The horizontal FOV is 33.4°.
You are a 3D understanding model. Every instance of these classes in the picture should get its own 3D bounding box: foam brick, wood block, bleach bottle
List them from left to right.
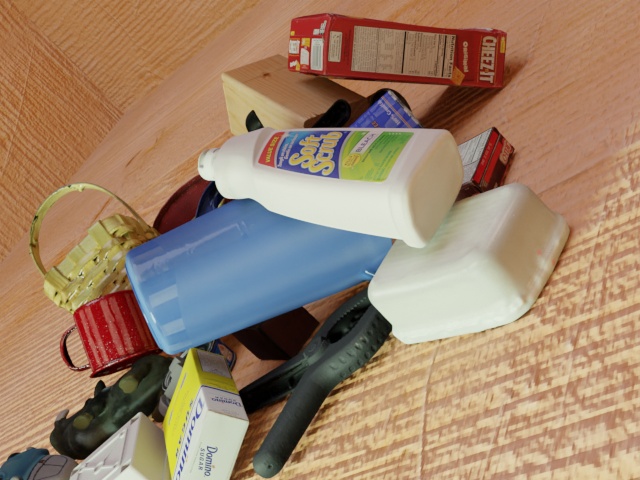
[{"bbox_3d":[-0.050,0.088,1.098,0.053,0.051,0.078,-53,19,-21],"label":"foam brick"},{"bbox_3d":[-0.030,-0.152,1.312,0.090,0.090,0.206,-23,34,-23],"label":"wood block"},{"bbox_3d":[-0.008,-0.055,0.929,0.251,0.068,0.102,6,46,35],"label":"bleach bottle"}]

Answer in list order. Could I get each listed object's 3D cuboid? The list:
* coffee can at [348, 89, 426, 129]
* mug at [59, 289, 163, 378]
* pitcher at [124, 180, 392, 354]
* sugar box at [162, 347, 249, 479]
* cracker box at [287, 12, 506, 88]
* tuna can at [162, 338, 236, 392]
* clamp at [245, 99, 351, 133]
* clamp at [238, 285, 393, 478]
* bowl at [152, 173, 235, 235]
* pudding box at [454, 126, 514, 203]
[{"bbox_3d":[0.056,-0.077,1.148,0.140,0.102,0.103,-42,18,7],"label":"coffee can"},{"bbox_3d":[-0.256,0.114,1.275,0.117,0.081,0.093,-23,-10,4],"label":"mug"},{"bbox_3d":[-0.061,0.006,1.025,0.242,0.145,0.149,-23,18,-6],"label":"pitcher"},{"bbox_3d":[-0.112,0.173,1.007,0.176,0.048,0.093,-132,60,-75],"label":"sugar box"},{"bbox_3d":[0.084,-0.219,1.237,0.164,0.213,0.072,-147,60,-71],"label":"cracker box"},{"bbox_3d":[-0.136,0.146,1.190,0.086,0.033,0.086,-40,18,16],"label":"tuna can"},{"bbox_3d":[-0.027,-0.090,1.184,0.120,0.171,0.039,-11,54,-14],"label":"clamp"},{"bbox_3d":[0.003,0.113,0.947,0.210,0.036,0.164,-43,18,7],"label":"clamp"},{"bbox_3d":[-0.161,-0.028,1.526,0.162,0.055,0.162,-36,-24,-19],"label":"bowl"},{"bbox_3d":[0.128,-0.053,1.041,0.114,0.039,0.090,-25,26,42],"label":"pudding box"}]
